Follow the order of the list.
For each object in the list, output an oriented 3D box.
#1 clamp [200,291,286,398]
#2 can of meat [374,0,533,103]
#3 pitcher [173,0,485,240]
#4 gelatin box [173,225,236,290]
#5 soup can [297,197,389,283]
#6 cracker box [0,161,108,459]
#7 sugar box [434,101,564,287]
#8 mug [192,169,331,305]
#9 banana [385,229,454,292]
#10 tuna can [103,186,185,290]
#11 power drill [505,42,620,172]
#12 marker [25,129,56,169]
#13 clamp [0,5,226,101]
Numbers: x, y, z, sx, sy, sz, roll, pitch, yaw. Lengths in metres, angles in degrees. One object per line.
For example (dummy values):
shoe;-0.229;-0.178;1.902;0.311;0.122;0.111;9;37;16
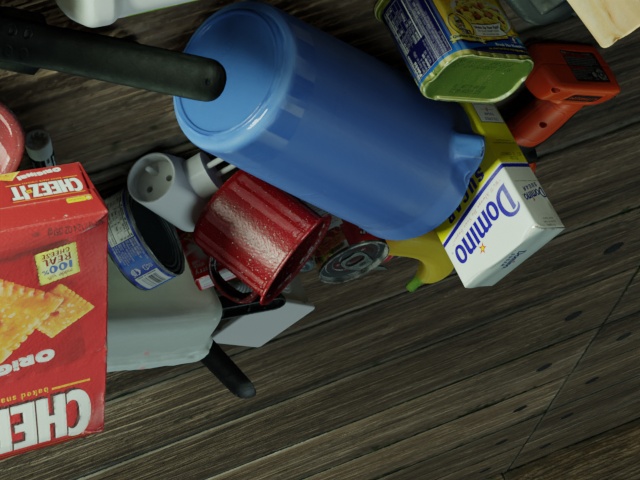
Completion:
clamp;-0.123;0.087;1.033;0.171;0.120;0.039;9;140;-3
can of meat;0.103;-0.153;0.806;0.101;0.084;0.058;-3;148;-38
pitcher;-0.003;-0.087;0.812;0.149;0.145;0.242;-48;145;17
gelatin box;-0.080;-0.006;0.951;0.089;0.073;0.030;-21;156;-6
soup can;0.012;-0.021;0.967;0.068;0.102;0.068;-19;155;-10
cracker box;-0.234;0.062;0.738;0.164;0.072;0.214;-12;131;-26
sugar box;0.124;-0.058;0.903;0.048;0.176;0.093;-1;147;-41
mug;-0.056;0.001;0.887;0.117;0.081;0.093;-58;170;33
banana;0.102;0.014;1.095;0.069;0.037;0.197;-39;155;3
tuna can;-0.149;-0.002;0.883;0.034;0.086;0.086;-28;155;11
power drill;0.172;-0.106;0.999;0.184;0.057;0.188;-8;154;-39
marker;-0.210;-0.045;0.823;0.020;0.020;0.121;-17;155;-14
clamp;-0.175;-0.118;0.632;0.209;0.036;0.165;8;-171;-22
